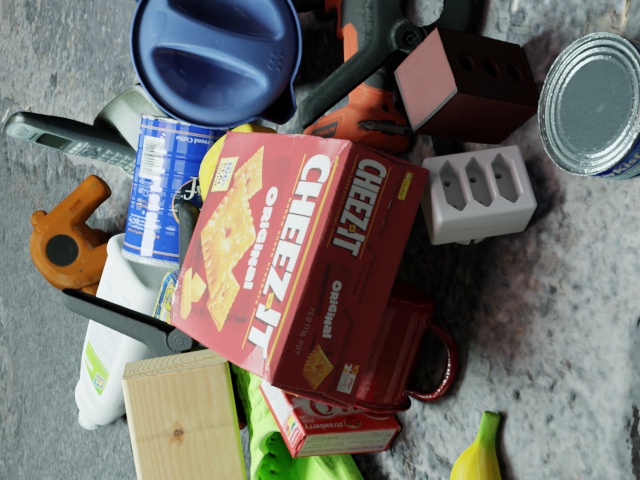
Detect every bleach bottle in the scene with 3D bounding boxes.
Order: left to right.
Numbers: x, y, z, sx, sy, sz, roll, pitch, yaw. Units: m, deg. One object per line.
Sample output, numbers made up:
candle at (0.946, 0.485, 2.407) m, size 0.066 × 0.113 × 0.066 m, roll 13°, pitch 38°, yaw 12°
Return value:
bleach bottle at (-0.230, 0.116, 1.204) m, size 0.103 × 0.067 × 0.251 m, roll 54°, pitch 132°, yaw 34°

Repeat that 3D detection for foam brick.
foam brick at (0.099, -0.102, 0.717) m, size 0.051 × 0.078 × 0.053 m, roll -43°, pitch 54°, yaw 46°

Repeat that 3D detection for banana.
banana at (0.128, 0.202, 0.668) m, size 0.070 × 0.037 × 0.198 m, roll -62°, pitch 39°, yaw 32°

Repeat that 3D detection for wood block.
wood block at (-0.109, 0.206, 0.918) m, size 0.090 × 0.090 × 0.206 m, roll -160°, pitch 61°, yaw -82°

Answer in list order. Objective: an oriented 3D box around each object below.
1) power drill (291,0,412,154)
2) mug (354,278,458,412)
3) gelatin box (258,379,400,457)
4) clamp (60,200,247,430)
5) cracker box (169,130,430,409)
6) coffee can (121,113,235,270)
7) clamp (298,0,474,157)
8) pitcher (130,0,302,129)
power drill at (0.017, -0.158, 0.869) m, size 0.185 × 0.057 × 0.187 m, roll -8°, pitch 80°, yaw 60°
mug at (0.045, 0.074, 0.778) m, size 0.117 × 0.093 × 0.081 m, roll 22°, pitch 101°, yaw 24°
gelatin box at (0.007, 0.127, 0.815) m, size 0.073 × 0.089 × 0.030 m, roll 59°, pitch 135°, yaw 42°
clamp at (-0.136, 0.088, 0.988) m, size 0.165 × 0.036 × 0.210 m, roll -27°, pitch 94°, yaw 19°
cracker box at (-0.027, 0.010, 0.760) m, size 0.214 × 0.072 × 0.164 m, roll 15°, pitch 87°, yaw 64°
coffee can at (-0.134, -0.047, 1.045) m, size 0.103 × 0.102 × 0.140 m, roll 18°, pitch 100°, yaw 56°
clamp at (0.071, -0.134, 0.772) m, size 0.171 × 0.120 × 0.039 m, roll -63°, pitch 6°, yaw 5°
pitcher at (-0.106, -0.171, 0.928) m, size 0.243 × 0.145 × 0.149 m, roll -150°, pitch 57°, yaw -78°
